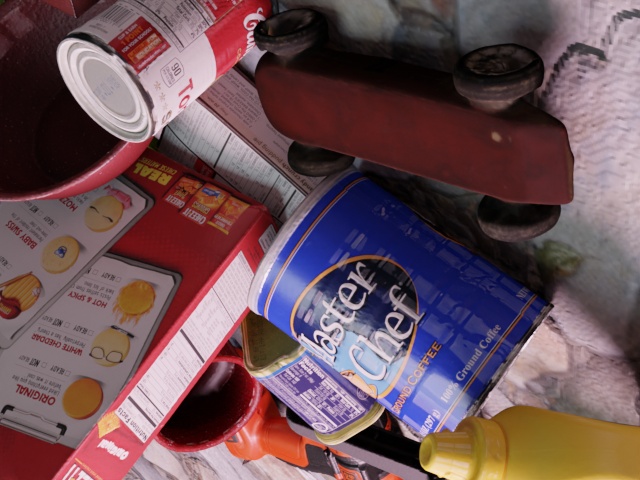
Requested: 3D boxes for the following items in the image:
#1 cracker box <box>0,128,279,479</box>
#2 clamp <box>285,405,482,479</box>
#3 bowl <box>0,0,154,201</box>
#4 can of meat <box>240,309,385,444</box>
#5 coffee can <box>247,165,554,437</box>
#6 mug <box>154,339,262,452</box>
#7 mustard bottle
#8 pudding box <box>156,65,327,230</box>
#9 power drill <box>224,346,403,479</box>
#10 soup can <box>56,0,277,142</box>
[{"bbox_3d":[-0.146,0.043,0.654,0.164,0.213,0.072,26,159,28],"label":"cracker box"},{"bbox_3d":[0.097,0.155,0.746,0.210,0.036,0.165,42,134,-14],"label":"clamp"},{"bbox_3d":[-0.152,-0.084,0.651,0.162,0.162,0.055,25,166,30],"label":"bowl"},{"bbox_3d":[-0.008,0.069,0.701,0.083,0.057,0.102,46,-161,-34],"label":"can of meat"},{"bbox_3d":[0.044,0.038,0.604,0.140,0.102,0.103,36,151,13],"label":"coffee can"},{"bbox_3d":[-0.114,0.108,0.828,0.082,0.117,0.093,49,156,46],"label":"mug"},{"bbox_3d":[0.140,0.121,0.545,0.191,0.058,0.096,12,155,-18],"label":"mustard bottle"},{"bbox_3d":[-0.045,-0.052,0.664,0.113,0.039,0.090,40,151,1],"label":"pudding box"},{"bbox_3d":[-0.017,0.145,0.873,0.188,0.057,0.184,14,134,44],"label":"power drill"},{"bbox_3d":[-0.080,-0.108,0.565,0.069,0.102,0.068,31,149,21],"label":"soup can"}]
